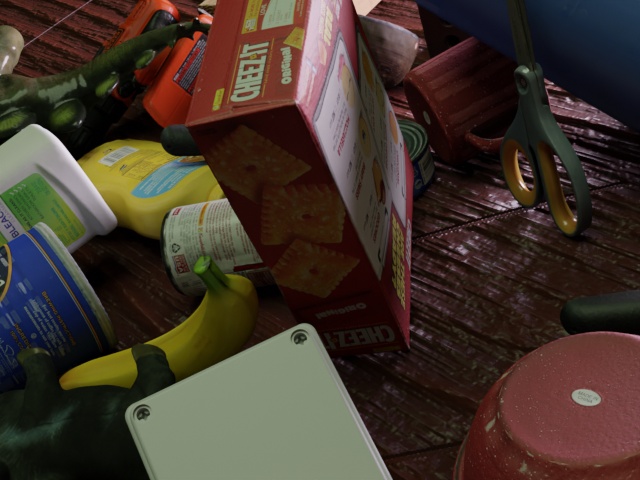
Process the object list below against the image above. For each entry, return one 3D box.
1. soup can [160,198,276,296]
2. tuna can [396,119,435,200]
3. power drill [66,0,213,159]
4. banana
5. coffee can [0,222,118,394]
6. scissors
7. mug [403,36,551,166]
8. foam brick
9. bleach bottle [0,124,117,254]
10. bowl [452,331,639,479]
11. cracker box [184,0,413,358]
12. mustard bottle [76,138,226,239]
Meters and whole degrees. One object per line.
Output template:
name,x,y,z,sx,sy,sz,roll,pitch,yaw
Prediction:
soup can,-0.055,0.001,0.766,0.102,0.068,0.068,-10,34,17
tuna can,0.045,-0.057,0.827,0.086,0.033,0.086,-14,33,10
power drill,-0.165,-0.146,0.988,0.188,0.057,0.184,20,78,54
banana,-0.094,0.064,0.671,0.198,0.069,0.037,-39,27,41
coffee can,-0.225,0.066,0.731,0.140,0.103,0.103,-33,35,-18
scissors,0.131,-0.098,0.708,0.016,0.202,0.096,-24,9,-17
mug,0.121,-0.102,0.807,0.081,0.093,0.117,-29,45,-4
foam brick,0.124,-0.211,0.968,0.053,0.078,0.051,2,38,31
bleach bottle,-0.277,0.027,0.784,0.250,0.102,0.068,-42,34,-16
bowl,0.139,0.096,0.534,0.162,0.055,0.162,-15,33,10
cracker box,-0.002,-0.054,0.657,0.072,0.213,0.164,-9,46,17
mustard bottle,-0.120,-0.038,0.866,0.192,0.058,0.096,13,36,41
